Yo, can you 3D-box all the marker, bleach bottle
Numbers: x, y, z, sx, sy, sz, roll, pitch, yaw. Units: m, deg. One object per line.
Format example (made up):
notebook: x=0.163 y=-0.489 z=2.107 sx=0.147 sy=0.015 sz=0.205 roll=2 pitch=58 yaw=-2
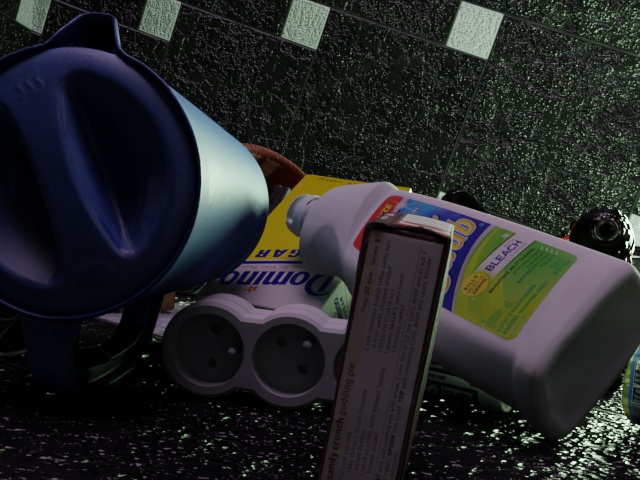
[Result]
marker: x=0.061 y=0.082 z=0.646 sx=0.121 sy=0.020 sz=0.020 roll=9 pitch=6 yaw=38
bleach bottle: x=0.063 y=0.023 z=0.642 sx=0.102 sy=0.068 sz=0.251 roll=-45 pitch=41 yaw=-21

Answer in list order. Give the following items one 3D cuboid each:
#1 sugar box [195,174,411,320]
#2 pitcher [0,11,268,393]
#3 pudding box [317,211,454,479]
sugar box: x=-0.006 y=0.014 z=0.768 sx=0.093 sy=0.048 sz=0.176 roll=8 pitch=32 yaw=24
pitcher: x=-0.106 y=-0.016 z=0.611 sx=0.145 sy=0.149 sz=0.242 roll=51 pitch=6 yaw=7
pudding box: x=0.030 y=0.046 z=0.462 sx=0.039 sy=0.113 sz=0.090 roll=9 pitch=6 yaw=6
